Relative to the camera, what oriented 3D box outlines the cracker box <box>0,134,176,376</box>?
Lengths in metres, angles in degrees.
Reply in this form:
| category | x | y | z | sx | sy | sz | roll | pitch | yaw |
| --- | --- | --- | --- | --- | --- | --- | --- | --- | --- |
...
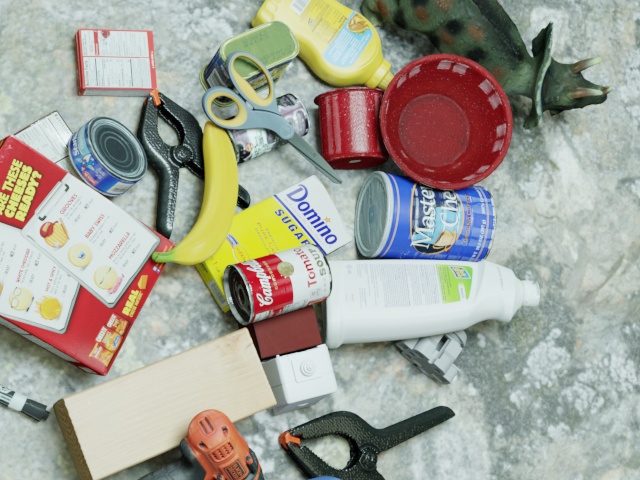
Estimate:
| category | x | y | z | sx | sy | sz | roll | pitch | yaw |
| --- | --- | --- | --- | --- | --- | --- | --- | --- | --- |
| cracker box | -0.281 | 0.019 | 1.106 | 0.213 | 0.072 | 0.164 | 36 | 68 | -26 |

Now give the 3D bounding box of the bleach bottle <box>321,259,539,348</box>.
| category | x | y | z | sx | sy | sz | roll | pitch | yaw |
| --- | --- | --- | --- | --- | --- | --- | --- | --- | --- |
| bleach bottle | 0.128 | 0.071 | 1.233 | 0.250 | 0.068 | 0.102 | -1 | 55 | -4 |

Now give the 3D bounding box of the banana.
| category | x | y | z | sx | sy | sz | roll | pitch | yaw |
| --- | --- | --- | --- | --- | --- | --- | --- | --- | --- |
| banana | -0.123 | -0.045 | 1.177 | 0.069 | 0.037 | 0.197 | 40 | 50 | -32 |

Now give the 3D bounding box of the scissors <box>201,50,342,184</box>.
| category | x | y | z | sx | sy | sz | roll | pitch | yaw |
| --- | --- | --- | --- | --- | --- | --- | --- | --- | --- |
| scissors | -0.060 | -0.121 | 1.221 | 0.096 | 0.016 | 0.201 | -35 | 112 | -9 |

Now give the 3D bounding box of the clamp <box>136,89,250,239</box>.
| category | x | y | z | sx | sy | sz | roll | pitch | yaw |
| --- | --- | --- | --- | --- | --- | --- | --- | --- | --- |
| clamp | -0.167 | -0.086 | 1.220 | 0.120 | 0.039 | 0.171 | -33 | 90 | -34 |

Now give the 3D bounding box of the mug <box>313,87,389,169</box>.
| category | x | y | z | sx | sy | sz | roll | pitch | yaw |
| --- | --- | --- | --- | --- | --- | --- | --- | --- | --- |
| mug | 0.050 | -0.132 | 1.287 | 0.117 | 0.093 | 0.081 | 1 | 81 | -28 |

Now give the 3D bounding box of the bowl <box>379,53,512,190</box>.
| category | x | y | z | sx | sy | sz | roll | pitch | yaw |
| --- | --- | --- | --- | --- | --- | --- | --- | --- | --- |
| bowl | 0.142 | -0.136 | 1.262 | 0.162 | 0.055 | 0.162 | 1 | 84 | -11 |

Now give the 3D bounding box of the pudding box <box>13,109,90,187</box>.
| category | x | y | z | sx | sy | sz | roll | pitch | yaw |
| --- | --- | --- | --- | --- | --- | --- | --- | --- | --- |
| pudding box | -0.311 | -0.076 | 1.166 | 0.113 | 0.039 | 0.090 | -35 | 92 | -26 |

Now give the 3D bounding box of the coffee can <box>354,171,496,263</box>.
| category | x | y | z | sx | sy | sz | roll | pitch | yaw |
| --- | --- | --- | --- | --- | --- | --- | --- | --- | --- |
| coffee can | 0.124 | -0.024 | 1.277 | 0.140 | 0.103 | 0.103 | 6 | 75 | -19 |

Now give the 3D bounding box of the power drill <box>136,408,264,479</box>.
| category | x | y | z | sx | sy | sz | roll | pitch | yaw |
| --- | --- | --- | --- | --- | --- | --- | --- | --- | --- |
| power drill | -0.148 | 0.267 | 1.096 | 0.187 | 0.184 | 0.057 | -33 | 51 | -11 |

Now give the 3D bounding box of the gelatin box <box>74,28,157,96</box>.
| category | x | y | z | sx | sy | sz | roll | pitch | yaw |
| --- | --- | --- | --- | --- | --- | --- | --- | --- | --- |
| gelatin box | -0.236 | -0.204 | 1.230 | 0.089 | 0.030 | 0.073 | -3 | 79 | -21 |

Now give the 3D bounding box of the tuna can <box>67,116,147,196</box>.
| category | x | y | z | sx | sy | sz | roll | pitch | yaw |
| --- | --- | --- | --- | --- | --- | --- | --- | --- | --- |
| tuna can | -0.232 | -0.093 | 1.169 | 0.086 | 0.034 | 0.086 | 36 | 35 | -32 |

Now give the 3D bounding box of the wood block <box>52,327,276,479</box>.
| category | x | y | z | sx | sy | sz | roll | pitch | yaw |
| --- | --- | --- | --- | --- | --- | --- | --- | --- | --- |
| wood block | -0.166 | 0.174 | 1.129 | 0.205 | 0.090 | 0.091 | -20 | 85 | -24 |

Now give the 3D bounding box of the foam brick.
| category | x | y | z | sx | sy | sz | roll | pitch | yaw |
| --- | --- | --- | --- | --- | --- | --- | --- | --- | --- |
| foam brick | -0.046 | 0.104 | 1.210 | 0.078 | 0.053 | 0.051 | -11 | 81 | -23 |

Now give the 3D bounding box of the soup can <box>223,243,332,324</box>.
| category | x | y | z | sx | sy | sz | roll | pitch | yaw |
| --- | --- | --- | --- | --- | --- | --- | --- | --- | --- |
| soup can | -0.046 | 0.047 | 1.169 | 0.102 | 0.069 | 0.068 | -15 | 82 | -26 |

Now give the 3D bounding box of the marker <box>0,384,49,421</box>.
| category | x | y | z | sx | sy | sz | roll | pitch | yaw |
| --- | --- | --- | --- | --- | --- | --- | --- | --- | --- |
| marker | -0.338 | 0.157 | 1.108 | 0.121 | 0.020 | 0.020 | 27 | 69 | -12 |

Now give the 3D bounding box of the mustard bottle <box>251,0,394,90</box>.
| category | x | y | z | sx | sy | sz | roll | pitch | yaw |
| --- | --- | --- | --- | --- | --- | --- | --- | --- | --- |
| mustard bottle | 0.016 | -0.247 | 1.317 | 0.191 | 0.058 | 0.096 | 36 | 66 | -8 |

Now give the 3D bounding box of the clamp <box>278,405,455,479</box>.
| category | x | y | z | sx | sy | sz | roll | pitch | yaw |
| --- | --- | --- | --- | --- | --- | --- | --- | --- | --- |
| clamp | 0.057 | 0.241 | 1.222 | 0.209 | 0.036 | 0.164 | 24 | 70 | -13 |

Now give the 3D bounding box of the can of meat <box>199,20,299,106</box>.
| category | x | y | z | sx | sy | sz | roll | pitch | yaw |
| --- | --- | --- | --- | --- | --- | --- | --- | --- | --- |
| can of meat | -0.083 | -0.210 | 1.258 | 0.102 | 0.084 | 0.057 | -29 | 88 | -24 |

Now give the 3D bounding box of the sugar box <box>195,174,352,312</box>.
| category | x | y | z | sx | sy | sz | roll | pitch | yaw |
| --- | --- | --- | --- | --- | --- | --- | --- | --- | --- |
| sugar box | -0.058 | 0.001 | 1.235 | 0.176 | 0.048 | 0.093 | -29 | 89 | -23 |
